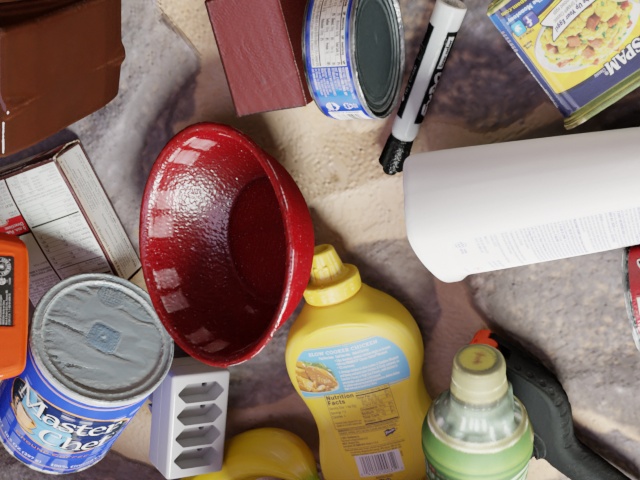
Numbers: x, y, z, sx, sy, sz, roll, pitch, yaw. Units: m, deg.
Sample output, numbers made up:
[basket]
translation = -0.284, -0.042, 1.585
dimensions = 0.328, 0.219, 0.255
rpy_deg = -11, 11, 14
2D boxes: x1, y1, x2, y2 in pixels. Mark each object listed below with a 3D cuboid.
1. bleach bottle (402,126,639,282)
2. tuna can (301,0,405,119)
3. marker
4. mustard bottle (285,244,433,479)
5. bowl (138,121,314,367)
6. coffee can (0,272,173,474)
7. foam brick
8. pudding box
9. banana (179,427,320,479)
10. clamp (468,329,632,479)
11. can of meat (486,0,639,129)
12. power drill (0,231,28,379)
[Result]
[bleach bottle]
translation = 0.180, -0.029, 0.614
dimensions = 0.251, 0.102, 0.068
rpy_deg = -8, 72, 19
[tuna can]
translation = 0.021, -0.114, 0.632
dimensions = 0.034, 0.086, 0.086
rpy_deg = 1, 116, 24
[marker]
translation = 0.061, -0.093, 0.665
dimensions = 0.020, 0.020, 0.121
rpy_deg = 25, 122, 9
[mustard bottle]
translation = 0.028, 0.092, 0.749
dimensions = 0.096, 0.058, 0.191
rpy_deg = -12, 110, 17
[bowl]
translation = -0.055, 0.001, 0.718
dimensions = 0.162, 0.055, 0.162
rpy_deg = 6, 99, 45
[coffee can]
translation = -0.180, 0.102, 0.797
dimensions = 0.103, 0.102, 0.141
rpy_deg = 39, 139, 0
[foam brick]
translation = -0.031, -0.124, 0.668
dimensions = 0.051, 0.053, 0.078
rpy_deg = -4, 113, 25
[pudding box]
translation = -0.199, -0.010, 0.806
dimensions = 0.090, 0.039, 0.113
rpy_deg = -16, 111, 26
[banana]
translation = -0.066, 0.186, 0.835
dimensions = 0.037, 0.069, 0.198
rpy_deg = 32, 141, -30
[clamp]
translation = 0.154, 0.138, 0.732
dimensions = 0.120, 0.039, 0.171
rpy_deg = -12, 114, 27
[can of meat]
translation = 0.154, -0.125, 0.588
dimensions = 0.102, 0.057, 0.084
rpy_deg = -35, 96, 32
[power drill]
translation = -0.260, 0.081, 0.782
dimensions = 0.188, 0.057, 0.184
rpy_deg = -32, 60, 58
